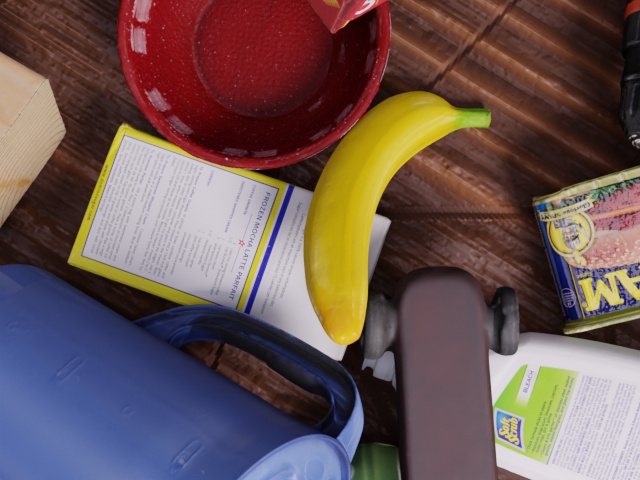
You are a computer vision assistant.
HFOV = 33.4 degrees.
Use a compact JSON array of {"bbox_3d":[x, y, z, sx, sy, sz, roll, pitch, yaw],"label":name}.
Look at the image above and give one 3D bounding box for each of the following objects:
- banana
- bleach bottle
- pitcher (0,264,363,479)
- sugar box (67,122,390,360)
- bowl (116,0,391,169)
[{"bbox_3d":[0.032,-0.028,0.613,0.070,0.037,0.197,20,55,20],"label":"banana"},{"bbox_3d":[0.150,0.097,0.638,0.251,0.068,0.102,19,89,5],"label":"bleach bottle"},{"bbox_3d":[-0.105,0.101,0.585,0.243,0.149,0.145,29,106,33],"label":"pitcher"},{"bbox_3d":[-0.054,0.001,0.656,0.176,0.048,0.093,20,90,0],"label":"sugar box"},{"bbox_3d":[-0.038,-0.122,0.648,0.162,0.055,0.162,0,91,3],"label":"bowl"}]
